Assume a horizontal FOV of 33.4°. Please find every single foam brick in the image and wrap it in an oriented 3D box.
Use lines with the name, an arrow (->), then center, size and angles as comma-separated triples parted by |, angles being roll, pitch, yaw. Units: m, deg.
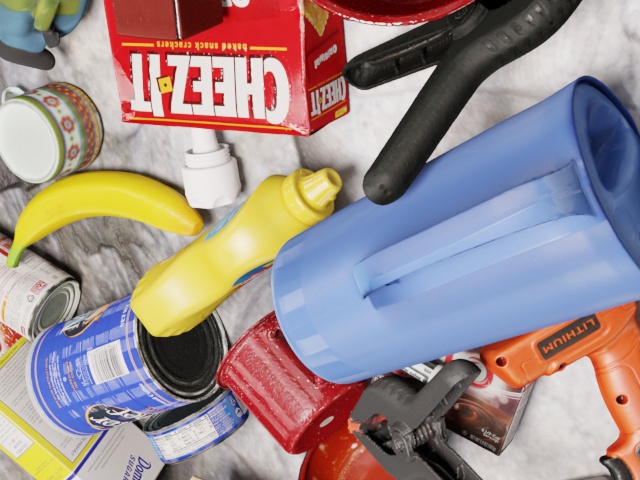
foam brick -> -0.100, -0.172, 0.683 | 0.051, 0.052, 0.078 | 7, 114, 27

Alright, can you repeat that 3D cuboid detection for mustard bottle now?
mustard bottle -> -0.055, 0.001, 0.793 | 0.192, 0.096, 0.058 | -35, 91, 35

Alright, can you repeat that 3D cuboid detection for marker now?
marker -> 0.044, 0.075, 0.771 | 0.121, 0.020, 0.020 | 29, 122, 24

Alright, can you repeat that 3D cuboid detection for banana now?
banana -> -0.182, -0.024, 0.885 | 0.198, 0.037, 0.069 | -10, 90, 27

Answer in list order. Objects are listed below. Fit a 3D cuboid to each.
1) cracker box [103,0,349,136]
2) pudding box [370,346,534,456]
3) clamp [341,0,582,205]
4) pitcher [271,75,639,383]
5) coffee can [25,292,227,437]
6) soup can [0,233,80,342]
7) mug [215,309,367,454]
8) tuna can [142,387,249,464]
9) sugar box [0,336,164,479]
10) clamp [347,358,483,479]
cracker box -> -0.073, -0.186, 0.738 | 0.164, 0.072, 0.214 | 7, 115, 28
pudding box -> 0.099, 0.090, 0.777 | 0.114, 0.039, 0.090 | 25, 121, 20
clamp -> 0.093, -0.118, 0.642 | 0.210, 0.164, 0.036 | -36, 122, 27
pitcher -> 0.084, 0.007, 0.659 | 0.243, 0.145, 0.149 | -25, 127, 32
coffee can -> -0.163, 0.100, 0.893 | 0.141, 0.102, 0.103 | -22, 99, 34
soup can -> -0.274, 0.039, 0.952 | 0.102, 0.068, 0.069 | 29, 122, 15
mug -> -0.017, 0.100, 0.800 | 0.081, 0.093, 0.117 | 46, 150, 22
tuna can -> -0.103, 0.150, 0.891 | 0.086, 0.086, 0.034 | -22, 100, 34
sugar box -> -0.225, 0.171, 0.945 | 0.176, 0.093, 0.048 | 46, 122, -8
clamp -> 0.069, 0.125, 0.731 | 0.172, 0.039, 0.120 | 13, 112, 57
